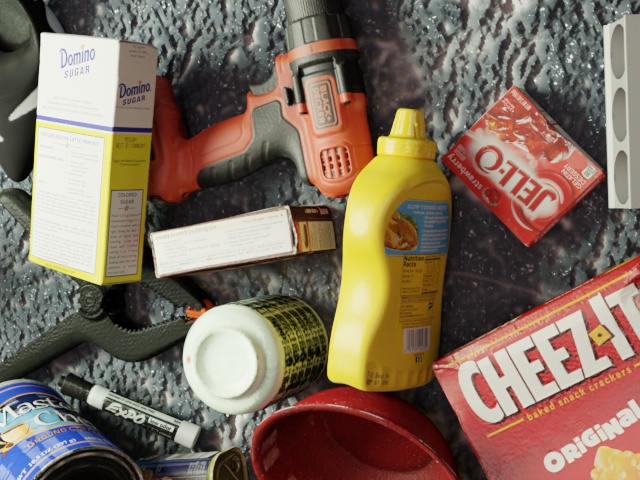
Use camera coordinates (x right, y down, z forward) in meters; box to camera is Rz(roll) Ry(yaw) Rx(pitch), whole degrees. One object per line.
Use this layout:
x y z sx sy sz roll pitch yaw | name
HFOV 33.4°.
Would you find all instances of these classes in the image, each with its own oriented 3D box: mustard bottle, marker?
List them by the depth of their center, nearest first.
0.053 0.005 0.743 0.058 0.096 0.192 10 97 40 | mustard bottle
-0.154 0.135 0.854 0.121 0.020 0.020 22 100 4 | marker

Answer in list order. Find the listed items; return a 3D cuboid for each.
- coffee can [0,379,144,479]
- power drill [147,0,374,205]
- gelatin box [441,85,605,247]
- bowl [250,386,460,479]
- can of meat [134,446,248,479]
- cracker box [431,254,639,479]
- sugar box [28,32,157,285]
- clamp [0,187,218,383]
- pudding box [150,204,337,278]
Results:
-0.211 0.178 0.816 0.141 0.102 0.103 23 102 51 | coffee can
-0.058 -0.110 0.798 0.188 0.057 0.184 -12 87 21 | power drill
0.141 -0.051 0.743 0.073 0.030 0.089 -46 78 17 | gelatin box
0.034 0.156 0.759 0.162 0.055 0.162 14 133 16 | bowl
-0.102 0.216 0.835 0.084 0.057 0.102 -8 90 23 | can of meat
0.197 0.138 0.712 0.164 0.072 0.214 -30 82 19 | cracker box
-0.170 -0.062 0.794 0.093 0.048 0.176 14 100 38 | sugar box
-0.183 0.056 0.864 0.210 0.036 0.164 13 99 19 | clamp
-0.055 0.001 0.786 0.114 0.090 0.039 -12 88 20 | pudding box
